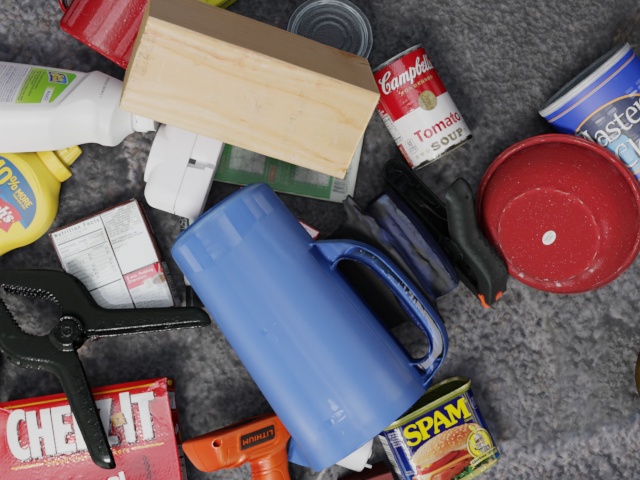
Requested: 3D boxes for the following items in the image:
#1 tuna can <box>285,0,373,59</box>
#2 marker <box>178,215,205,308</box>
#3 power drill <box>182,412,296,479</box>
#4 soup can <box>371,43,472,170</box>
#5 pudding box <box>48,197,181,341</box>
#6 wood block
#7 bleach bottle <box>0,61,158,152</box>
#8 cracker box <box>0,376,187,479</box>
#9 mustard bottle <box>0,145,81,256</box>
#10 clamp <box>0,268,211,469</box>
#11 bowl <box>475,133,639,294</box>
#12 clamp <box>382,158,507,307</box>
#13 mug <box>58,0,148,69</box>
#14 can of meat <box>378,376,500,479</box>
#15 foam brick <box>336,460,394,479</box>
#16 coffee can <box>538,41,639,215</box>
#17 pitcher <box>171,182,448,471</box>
[{"bbox_3d":[0.007,-0.189,1.019,0.086,0.034,0.086,1,79,-6],"label":"tuna can"},{"bbox_3d":[-0.124,0.010,1.023,0.020,0.020,0.121,-5,90,-4],"label":"marker"},{"bbox_3d":[-0.063,0.261,0.966,0.184,0.057,0.187,-13,87,-48],"label":"power drill"},{"bbox_3d":[0.092,-0.126,1.015,0.068,0.068,0.102,-30,92,-4],"label":"soup can"},{"bbox_3d":[-0.193,0.027,1.010,0.090,0.039,0.113,-21,88,-1],"label":"pudding box"},{"bbox_3d":[-0.064,-0.139,0.943,0.206,0.091,0.090,17,117,-15],"label":"wood block"},{"bbox_3d":[-0.274,-0.117,0.967,0.251,0.068,0.102,5,47,2],"label":"bleach bottle"},{"bbox_3d":[-0.202,0.242,0.975,0.164,0.072,0.214,-9,81,-5],"label":"cracker box"},{"bbox_3d":[-0.303,-0.032,0.993,0.191,0.058,0.096,-38,87,-4],"label":"mustard bottle"},{"bbox_3d":[-0.215,0.081,0.962,0.210,0.036,0.164,37,72,10],"label":"clamp"},{"bbox_3d":[0.215,-0.014,0.987,0.162,0.055,0.162,10,115,21],"label":"bowl"},{"bbox_3d":[0.131,-0.004,0.988,0.039,0.120,0.171,-42,111,-7],"label":"clamp"},{"bbox_3d":[-0.197,-0.216,0.992,0.117,0.093,0.081,33,92,17],"label":"mug"},{"bbox_3d":[0.110,0.189,1.012,0.102,0.057,0.084,-25,93,-15],"label":"can of meat"},{"bbox_3d":[0.054,0.257,1.015,0.051,0.053,0.078,-22,92,-4],"label":"foam brick"},{"bbox_3d":[0.291,-0.101,1.009,0.103,0.103,0.140,-40,92,-3],"label":"coffee can"},{"bbox_3d":[-0.013,0.066,0.944,0.149,0.145,0.243,-36,88,-27],"label":"pitcher"}]
